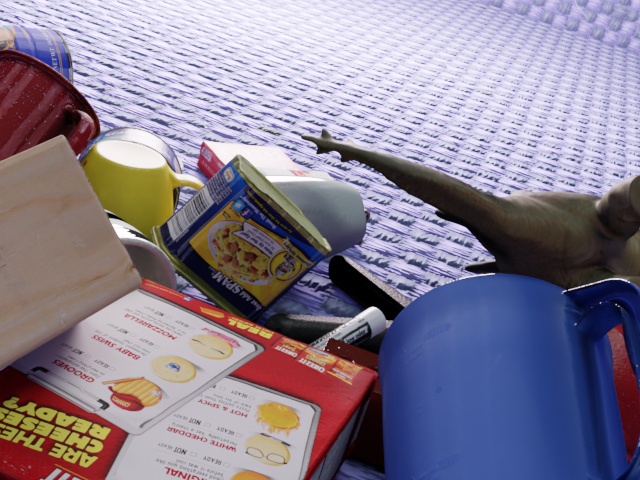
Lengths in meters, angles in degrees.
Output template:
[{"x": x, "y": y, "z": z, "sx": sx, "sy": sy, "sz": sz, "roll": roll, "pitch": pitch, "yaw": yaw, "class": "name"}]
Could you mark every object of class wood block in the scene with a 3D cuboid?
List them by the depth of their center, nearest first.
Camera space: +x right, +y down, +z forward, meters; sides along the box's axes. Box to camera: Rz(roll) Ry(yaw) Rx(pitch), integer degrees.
[{"x": -0.202, "y": 0.037, "z": 0.507, "sx": 0.205, "sy": 0.090, "sz": 0.091, "roll": -33, "pitch": 8, "yaw": -40, "class": "wood block"}]

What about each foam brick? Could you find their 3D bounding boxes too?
[{"x": 0.028, "y": 0.104, "z": 0.676, "sx": 0.078, "sy": 0.051, "sz": 0.053, "roll": 19, "pitch": 22, "yaw": 6, "class": "foam brick"}]

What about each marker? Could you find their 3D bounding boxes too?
[{"x": -0.003, "y": 0.078, "z": 0.716, "sx": 0.120, "sy": 0.020, "sz": 0.020, "roll": -28, "pitch": 46, "yaw": -36, "class": "marker"}]

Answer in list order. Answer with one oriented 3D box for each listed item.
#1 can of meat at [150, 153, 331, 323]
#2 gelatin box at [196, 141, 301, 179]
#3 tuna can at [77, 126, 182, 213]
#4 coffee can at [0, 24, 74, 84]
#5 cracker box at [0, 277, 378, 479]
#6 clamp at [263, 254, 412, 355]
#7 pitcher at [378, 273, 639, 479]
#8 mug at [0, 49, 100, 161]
[{"x": -0.055, "y": 0.001, "z": 0.761, "sx": 0.102, "sy": 0.084, "sz": 0.057, "roll": 43, "pitch": 9, "yaw": -29, "class": "can of meat"}, {"x": -0.066, "y": -0.068, "z": 1.039, "sx": 0.089, "sy": 0.030, "sz": 0.073, "roll": 3, "pitch": 26, "yaw": -31, "class": "gelatin box"}, {"x": -0.154, "y": -0.045, "z": 0.850, "sx": 0.086, "sy": 0.086, "sz": 0.034, "roll": 13, "pitch": 24, "yaw": -10, "class": "tuna can"}, {"x": -0.306, "y": -0.143, "z": 0.949, "sx": 0.140, "sy": 0.103, "sz": 0.103, "roll": -2, "pitch": 29, "yaw": -38, "class": "coffee can"}, {"x": -0.081, "y": 0.109, "z": 0.564, "sx": 0.164, "sy": 0.072, "sz": 0.213, "roll": 21, "pitch": 24, "yaw": 13, "class": "cracker box"}, {"x": 0.068, "y": 0.074, "z": 0.795, "sx": 0.210, "sy": 0.036, "sz": 0.164, "roll": 21, "pitch": 23, "yaw": 19, "class": "clamp"}, {"x": 0.099, "y": 0.130, "z": 0.512, "sx": 0.145, "sy": 0.149, "sz": 0.242, "roll": 1, "pitch": 34, "yaw": 4, "class": "pitcher"}, {"x": -0.208, "y": -0.072, "z": 0.750, "sx": 0.117, "sy": 0.093, "sz": 0.081, "roll": 13, "pitch": 60, "yaw": 35, "class": "mug"}]
